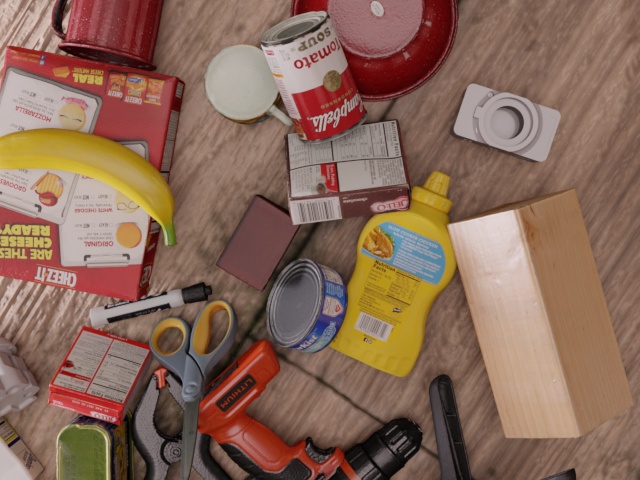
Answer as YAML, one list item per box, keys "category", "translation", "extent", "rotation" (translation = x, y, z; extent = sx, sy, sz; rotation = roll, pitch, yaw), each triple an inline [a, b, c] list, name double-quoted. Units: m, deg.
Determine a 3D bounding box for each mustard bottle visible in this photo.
- category: "mustard bottle"
  translation: [0.077, 0.025, 1.009]
  extent: [0.096, 0.058, 0.192]
  rotation: [24, 94, 10]

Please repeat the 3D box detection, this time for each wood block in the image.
- category: "wood block"
  translation: [0.200, 0.068, 0.974]
  extent: [0.090, 0.090, 0.206]
  rotation: [-18, 93, -39]

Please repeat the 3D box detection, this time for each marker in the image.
- category: "marker"
  translation: [-0.165, 0.062, 1.044]
  extent: [0.121, 0.020, 0.020]
  rotation: [-13, 92, 4]

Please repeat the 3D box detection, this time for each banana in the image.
- category: "banana"
  translation: [-0.210, -0.062, 0.958]
  extent: [0.198, 0.037, 0.069]
  rotation: [24, 95, 1]

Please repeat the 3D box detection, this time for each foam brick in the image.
- category: "foam brick"
  translation: [-0.057, 0.001, 1.019]
  extent: [0.051, 0.053, 0.078]
  rotation: [30, 95, 1]

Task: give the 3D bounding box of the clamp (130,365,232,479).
- category: "clamp"
  translation: [-0.149, 0.211, 1.038]
  extent: [0.120, 0.039, 0.171]
  rotation: [-20, 89, -14]

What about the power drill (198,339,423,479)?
- category: "power drill"
  translation: [-0.019, 0.187, 1.014]
  extent: [0.184, 0.057, 0.187]
  rotation: [-41, 96, -4]

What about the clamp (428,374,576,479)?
- category: "clamp"
  translation: [0.134, 0.241, 1.003]
  extent: [0.165, 0.036, 0.210]
  rotation: [43, 124, 34]

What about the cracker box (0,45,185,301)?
- category: "cracker box"
  translation: [-0.228, -0.064, 1.015]
  extent: [0.164, 0.072, 0.214]
  rotation: [11, 94, 3]

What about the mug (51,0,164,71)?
- category: "mug"
  translation: [-0.202, -0.211, 1.002]
  extent: [0.117, 0.093, 0.081]
  rotation: [10, 89, 26]

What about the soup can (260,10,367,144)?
- category: "soup can"
  translation: [-0.006, -0.148, 0.967]
  extent: [0.068, 0.068, 0.102]
  rotation: [-21, 115, 4]

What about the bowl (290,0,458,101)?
- category: "bowl"
  translation: [0.050, -0.213, 1.000]
  extent: [0.162, 0.055, 0.162]
  rotation: [0, 93, 2]

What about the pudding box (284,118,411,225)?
- category: "pudding box"
  translation: [0.024, -0.065, 0.994]
  extent: [0.113, 0.039, 0.090]
  rotation: [-6, 48, 2]

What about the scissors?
- category: "scissors"
  translation: [-0.133, 0.134, 0.986]
  extent: [0.096, 0.201, 0.016]
  rotation: [-2, 136, 22]

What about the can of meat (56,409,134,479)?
- category: "can of meat"
  translation: [-0.216, 0.214, 1.022]
  extent: [0.057, 0.084, 0.102]
  rotation: [0, 93, 3]

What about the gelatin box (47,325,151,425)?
- category: "gelatin box"
  translation: [-0.209, 0.128, 1.016]
  extent: [0.073, 0.089, 0.030]
  rotation: [16, 128, 2]

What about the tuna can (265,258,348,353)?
- category: "tuna can"
  translation: [-0.013, 0.062, 1.003]
  extent: [0.033, 0.086, 0.086]
  rotation: [20, 95, -34]
